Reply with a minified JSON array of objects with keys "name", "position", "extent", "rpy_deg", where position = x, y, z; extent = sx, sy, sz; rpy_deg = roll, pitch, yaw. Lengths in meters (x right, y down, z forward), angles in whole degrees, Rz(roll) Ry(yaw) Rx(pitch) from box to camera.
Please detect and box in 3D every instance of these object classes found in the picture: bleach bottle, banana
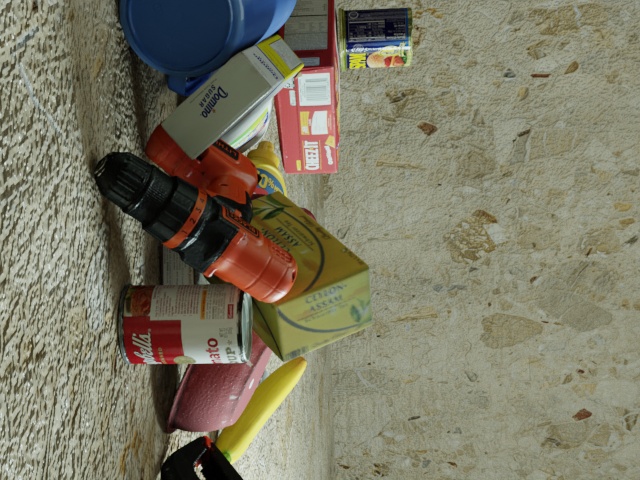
[{"name":"bleach bottle","position":[-0.094,-0.144,1.236],"extent":[0.068,0.102,0.251],"rpy_deg":[47,3,2]},{"name":"banana","position":[-0.081,0.221,1.336],"extent":[0.037,0.070,0.197],"rpy_deg":[52,44,-14]}]

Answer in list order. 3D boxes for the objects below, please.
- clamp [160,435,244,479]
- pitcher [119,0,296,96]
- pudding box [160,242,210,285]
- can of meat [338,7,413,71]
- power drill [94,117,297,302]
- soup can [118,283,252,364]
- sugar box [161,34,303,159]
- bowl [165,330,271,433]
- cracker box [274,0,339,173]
[{"name":"clamp","position":[-0.094,0.251,0.983],"extent":[0.036,0.164,0.210],"rpy_deg":[-57,-167,13]},{"name":"pitcher","position":[-0.104,-0.217,0.988],"extent":[0.242,0.145,0.149],"rpy_deg":[-70,139,-68]},{"name":"pudding box","position":[-0.132,0.057,1.056],"extent":[0.090,0.039,0.113],"rpy_deg":[33,54,-83]},{"name":"can of meat","position":[0.064,-0.235,1.243],"extent":[0.102,0.084,0.057],"rpy_deg":[65,23,-85]},{"name":"power drill","position":[-0.108,-0.040,0.897],"extent":[0.184,0.057,0.187],"rpy_deg":[36,17,-24]},{"name":"soup can","position":[-0.111,0.070,0.896],"extent":[0.068,0.102,0.068],"rpy_deg":[0,90,-86]},{"name":"sugar box","position":[-0.073,-0.129,0.928],"extent":[0.048,0.093,0.176],"rpy_deg":[49,15,-4]},{"name":"bowl","position":[-0.090,0.128,1.050],"extent":[0.162,0.055,0.162],"rpy_deg":[-63,173,-14]},{"name":"cracker box","position":[-0.014,-0.210,1.254],"extent":[0.164,0.072,0.213],"rpy_deg":[86,3,-50]}]
